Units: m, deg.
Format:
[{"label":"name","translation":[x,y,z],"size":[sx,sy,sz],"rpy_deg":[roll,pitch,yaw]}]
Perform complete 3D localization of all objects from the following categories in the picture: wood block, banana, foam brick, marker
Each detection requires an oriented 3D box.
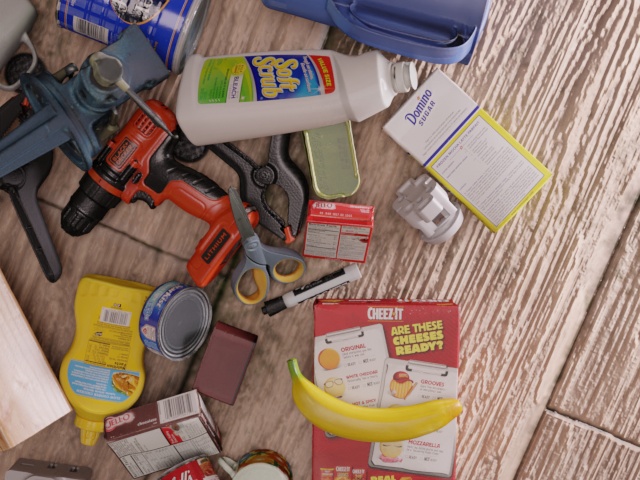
[{"label":"wood block","translation":[-0.374,0.123,1.179],"size":[0.091,0.090,0.206],"rpy_deg":[-21,97,44]},{"label":"banana","translation":[0.052,0.184,1.154],"size":[0.198,0.037,0.069],"rpy_deg":[14,95,-1]},{"label":"foam brick","translation":[-0.108,0.139,1.215],"size":[0.051,0.053,0.078],"rpy_deg":[20,94,-2]},{"label":"marker","translation":[-0.011,0.058,1.223],"size":[0.121,0.020,0.020],"rpy_deg":[-23,95,2]}]

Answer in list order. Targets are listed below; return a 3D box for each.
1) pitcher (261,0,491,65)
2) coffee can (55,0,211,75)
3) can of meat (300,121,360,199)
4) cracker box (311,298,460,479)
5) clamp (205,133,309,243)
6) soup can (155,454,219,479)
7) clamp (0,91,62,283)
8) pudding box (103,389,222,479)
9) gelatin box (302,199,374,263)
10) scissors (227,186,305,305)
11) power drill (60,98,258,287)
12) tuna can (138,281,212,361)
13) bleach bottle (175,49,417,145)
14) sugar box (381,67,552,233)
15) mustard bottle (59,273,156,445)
[{"label":"pitcher","translation":[0.061,-0.270,1.133],"size":[0.243,0.149,0.145],"rpy_deg":[13,95,2]},{"label":"coffee can","translation":[-0.200,-0.252,1.152],"size":[0.140,0.103,0.103],"rpy_deg":[22,95,-2]},{"label":"can of meat","translation":[0.011,-0.096,1.176],"size":[0.057,0.084,0.102],"rpy_deg":[-10,95,1]},{"label":"cracker box","translation":[0.072,0.174,1.209],"size":[0.164,0.072,0.214],"rpy_deg":[1,95,-1]},{"label":"clamp","translation":[-0.054,-0.084,1.197],"size":[0.120,0.039,0.171],"rpy_deg":[-28,98,21]},{"label":"soup can","translation":[-0.134,0.300,1.190],"size":[0.068,0.068,0.102],"rpy_deg":[-31,71,3]},{"label":"clamp","translation":[-0.338,-0.060,1.178],"size":[0.164,0.036,0.210],"rpy_deg":[27,66,-36]},{"label":"pudding box","translation":[-0.177,0.220,1.206],"size":[0.113,0.039,0.090],"rpy_deg":[-16,140,3]},{"label":"gelatin box","translation":[0.019,-0.010,1.183],"size":[0.073,0.089,0.030],"rpy_deg":[6,61,-1]},{"label":"scissors","translation":[-0.058,0.001,1.157],"size":[0.096,0.202,0.016],"rpy_deg":[-14,53,-18]},{"label":"power drill","translation":[-0.178,-0.035,1.186],"size":[0.187,0.057,0.184],"rpy_deg":[40,102,3]},{"label":"tuna can","translation":[-0.162,0.089,1.193],"size":[0.034,0.086,0.086],"rpy_deg":[17,96,34]},{"label":"bleach bottle","translation":[-0.023,-0.161,1.117],"size":[0.251,0.068,0.102],"rpy_deg":[-6,55,20]},{"label":"sugar box","translation":[0.162,-0.100,1.196],"size":[0.176,0.048,0.093],"rpy_deg":[43,94,0]},{"label":"mustard bottle","translation":[-0.244,0.140,1.211],"size":[0.096,0.058,0.192],"rpy_deg":[12,95,-10]}]
